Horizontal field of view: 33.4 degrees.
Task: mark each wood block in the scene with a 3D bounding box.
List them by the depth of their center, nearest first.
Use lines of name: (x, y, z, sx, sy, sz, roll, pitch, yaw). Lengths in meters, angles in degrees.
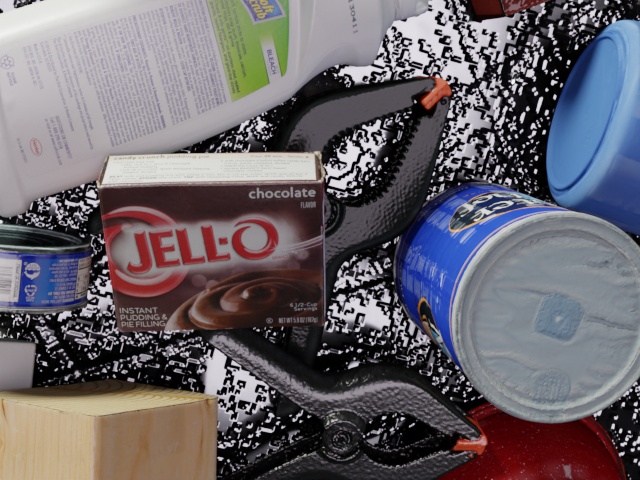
wood block: (-0.116, 0.184, 0.559, 0.090, 0.091, 0.206, 1, 91, -52)

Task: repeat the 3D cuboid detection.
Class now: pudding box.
pudding box: (-0.054, 0.001, 0.551, 0.113, 0.039, 0.090, -3, 124, -3)

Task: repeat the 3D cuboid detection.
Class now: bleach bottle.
bleach bottle: (-0.062, -0.096, 0.568, 0.250, 0.068, 0.102, -17, 114, -9)

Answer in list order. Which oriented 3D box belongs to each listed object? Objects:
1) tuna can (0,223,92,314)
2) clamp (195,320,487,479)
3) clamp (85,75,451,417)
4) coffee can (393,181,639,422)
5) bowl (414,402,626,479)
tuna can: (-0.164, 0.013, 0.560, 0.086, 0.086, 0.034, 6, 97, -9)
clamp: (0.003, 0.113, 0.598, 0.171, 0.039, 0.120, 14, 109, -3)
clamp: (-0.016, -0.023, 0.600, 0.164, 0.036, 0.210, 39, 96, -13)
coffee can: (0.103, 0.026, 0.571, 0.102, 0.140, 0.103, -1, 99, -8)
bowl: (0.124, 0.176, 0.631, 0.162, 0.055, 0.162, -3, 102, -16)
